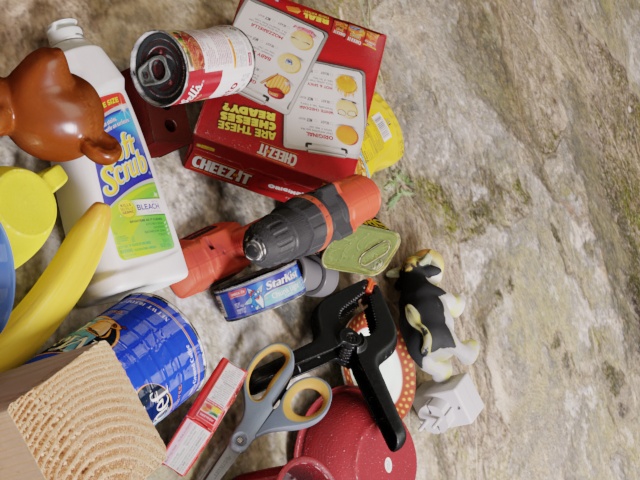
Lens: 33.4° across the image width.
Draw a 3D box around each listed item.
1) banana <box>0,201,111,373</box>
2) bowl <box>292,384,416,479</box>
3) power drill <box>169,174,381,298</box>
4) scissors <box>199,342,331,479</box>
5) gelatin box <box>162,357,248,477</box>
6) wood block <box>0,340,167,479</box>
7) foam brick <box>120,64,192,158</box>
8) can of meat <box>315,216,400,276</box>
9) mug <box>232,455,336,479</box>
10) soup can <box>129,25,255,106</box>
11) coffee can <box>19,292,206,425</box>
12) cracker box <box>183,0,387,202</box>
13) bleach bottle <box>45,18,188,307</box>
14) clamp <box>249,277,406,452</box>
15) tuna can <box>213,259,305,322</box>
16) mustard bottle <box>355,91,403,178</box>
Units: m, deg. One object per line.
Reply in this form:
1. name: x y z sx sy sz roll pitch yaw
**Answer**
1. banana: -0.226 0.053 0.839 0.037 0.070 0.197 31 58 14
2. bowl: 0.048 0.227 1.087 0.161 0.055 0.162 9 77 -43
3. power drill: -0.056 0.001 0.972 0.184 0.188 0.057 -25 96 -53
4. scissors: -0.054 0.186 0.984 0.096 0.016 0.201 21 58 1
5. gelatin box: -0.102 0.156 0.934 0.030 0.089 0.073 32 44 0
6. wood block: -0.214 0.143 0.712 0.090 0.207 0.091 -38 104 -50
7. foam brick: -0.162 -0.121 1.005 0.052 0.051 0.078 -6 80 -51
8. can of meat: 0.021 -0.012 1.134 0.101 0.057 0.084 11 25 -46
9. mug: -0.034 0.259 0.975 0.093 0.082 0.117 -34 101 -50
10. soup can: -0.116 -0.162 0.981 0.102 0.069 0.068 -22 92 -53
11. coffee can: -0.173 0.117 0.854 0.140 0.103 0.103 -37 103 -50
12. cracker box: -0.033 -0.145 1.101 0.164 0.072 0.213 19 56 -7
13. bleach bottle: -0.198 -0.073 0.938 0.102 0.068 0.251 -12 82 -50
14. clamp: 0.018 0.111 1.099 0.164 0.036 0.210 18 41 -4
15. tuna can: -0.058 0.049 1.031 0.085 0.086 0.034 -25 96 -51
16. mustard bottle: 0.023 -0.099 1.208 0.191 0.058 0.096 -41 108 -49
